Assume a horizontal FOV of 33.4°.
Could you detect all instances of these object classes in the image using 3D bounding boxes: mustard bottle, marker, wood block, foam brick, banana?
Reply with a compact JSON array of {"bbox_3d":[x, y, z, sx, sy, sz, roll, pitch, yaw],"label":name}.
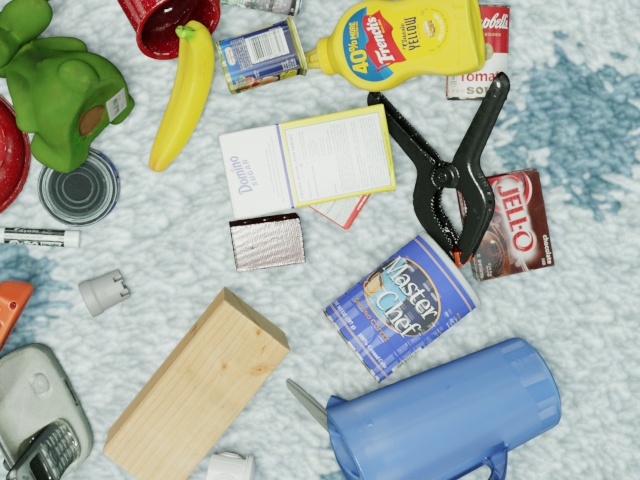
[{"bbox_3d":[0.072,-0.208,1.120,0.192,0.058,0.096,-8,92,24],"label":"mustard bottle"},{"bbox_3d":[-0.321,-0.004,1.151,0.121,0.020,0.020,3,97,-6],"label":"marker"},{"bbox_3d":[-0.134,0.162,1.153,0.090,0.091,0.206,38,92,-8],"label":"wood block"},{"bbox_3d":[-0.058,0.001,1.159,0.078,0.053,0.051,-8,97,-5],"label":"foam brick"},{"bbox_3d":[-0.143,-0.156,1.106,0.037,0.198,0.069,39,49,20],"label":"banana"}]

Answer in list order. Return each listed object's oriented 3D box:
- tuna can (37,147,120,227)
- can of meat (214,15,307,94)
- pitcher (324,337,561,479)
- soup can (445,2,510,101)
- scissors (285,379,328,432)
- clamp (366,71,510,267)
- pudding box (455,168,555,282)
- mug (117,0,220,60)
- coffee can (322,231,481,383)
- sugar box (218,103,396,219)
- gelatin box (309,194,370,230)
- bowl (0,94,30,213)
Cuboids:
[{"bbox_3d":[-0.258,-0.058,1.143,0.086,0.034,0.086,-1,97,-5],"label":"tuna can"},{"bbox_3d":[-0.062,-0.190,1.112,0.084,0.102,0.057,-17,94,-1],"label":"can of meat"},{"bbox_3d":[0.138,0.206,1.152,0.242,0.145,0.149,-22,98,-10],"label":"pitcher"},{"bbox_3d":[0.169,-0.202,1.149,0.068,0.068,0.102,-1,98,-6],"label":"soup can"},{"bbox_3d":[0.023,0.247,1.215,0.201,0.016,0.096,31,93,-8],"label":"scissors"},{"bbox_3d":[0.129,-0.076,1.148,0.165,0.036,0.210,5,108,33],"label":"clamp"},{"bbox_3d":[0.205,-0.018,1.189,0.090,0.039,0.113,-12,98,-4],"label":"pudding box"},{"bbox_3d":[-0.163,-0.239,1.098,0.093,0.117,0.081,-20,62,-24],"label":"mug"},{"bbox_3d":[0.088,0.072,1.156,0.140,0.103,0.103,-38,99,0],"label":"coffee can"},{"bbox_3d":[-0.013,-0.083,1.128,0.176,0.048,0.093,-10,94,3],"label":"sugar box"},{"bbox_3d":[0.011,-0.065,1.169,0.089,0.030,0.073,32,93,-5],"label":"gelatin box"},{"bbox_3d":[-0.373,-0.095,1.088,0.161,0.055,0.162,2,84,-26],"label":"bowl"}]
